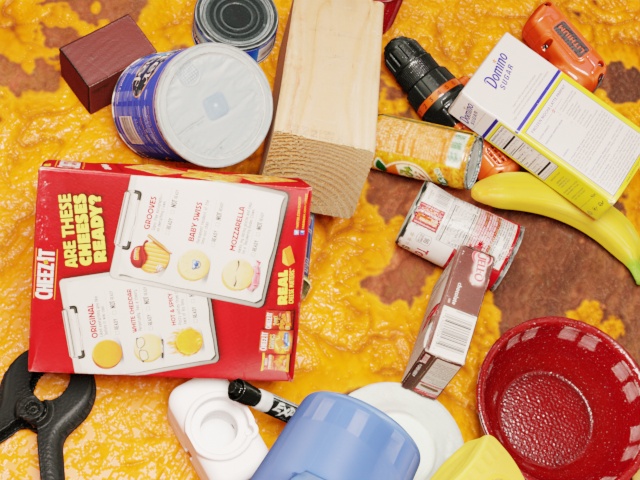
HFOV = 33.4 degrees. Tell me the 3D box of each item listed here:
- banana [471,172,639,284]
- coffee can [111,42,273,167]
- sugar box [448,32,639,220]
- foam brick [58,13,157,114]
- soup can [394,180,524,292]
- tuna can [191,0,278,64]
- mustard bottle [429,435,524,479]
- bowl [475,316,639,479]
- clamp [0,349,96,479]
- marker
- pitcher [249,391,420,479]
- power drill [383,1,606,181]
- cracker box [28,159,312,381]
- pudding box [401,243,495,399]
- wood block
[{"bbox_3d":[0.234,-0.027,1.020,0.197,0.037,0.069,25,38,-10],"label":"banana"},{"bbox_3d":[-0.116,-0.118,0.940,0.102,0.140,0.103,-3,97,-26],"label":"coffee can"},{"bbox_3d":[0.218,-0.108,1.007,0.176,0.048,0.093,36,63,5],"label":"sugar box"},{"bbox_3d":[-0.200,-0.168,1.013,0.078,0.053,0.051,-32,76,-21],"label":"foam brick"},{"bbox_3d":[0.129,-0.005,0.991,0.102,0.068,0.068,26,65,2],"label":"soup can"},{"bbox_3d":[-0.085,-0.216,1.064,0.086,0.034,0.086,4,66,-8],"label":"tuna can"},{"bbox_3d":[0.163,0.258,0.859,0.191,0.058,0.096,51,51,-2],"label":"mustard bottle"},{"bbox_3d":[0.208,0.151,0.944,0.162,0.055,0.162,4,66,-8],"label":"bowl"},{"bbox_3d":[-0.228,0.153,0.876,0.120,0.039,0.171,31,65,3],"label":"clamp"},{"bbox_3d":[-0.033,0.140,0.885,0.121,0.020,0.020,32,56,-43],"label":"marker"},{"bbox_3d":[-0.021,0.234,0.802,0.145,0.149,0.242,42,61,-20],"label":"pitcher"},{"bbox_3d":[0.178,-0.164,1.076,0.187,0.057,0.184,-35,80,-18],"label":"power drill"},{"bbox_3d":[-0.122,0.024,0.867,0.213,0.072,0.164,4,99,-11],"label":"cracker box"},{"bbox_3d":[0.112,0.072,0.939,0.039,0.090,0.113,23,61,2],"label":"pudding box"},{"bbox_3d":[0.002,-0.131,0.981,0.090,0.091,0.206,12,48,-6],"label":"wood block"}]
